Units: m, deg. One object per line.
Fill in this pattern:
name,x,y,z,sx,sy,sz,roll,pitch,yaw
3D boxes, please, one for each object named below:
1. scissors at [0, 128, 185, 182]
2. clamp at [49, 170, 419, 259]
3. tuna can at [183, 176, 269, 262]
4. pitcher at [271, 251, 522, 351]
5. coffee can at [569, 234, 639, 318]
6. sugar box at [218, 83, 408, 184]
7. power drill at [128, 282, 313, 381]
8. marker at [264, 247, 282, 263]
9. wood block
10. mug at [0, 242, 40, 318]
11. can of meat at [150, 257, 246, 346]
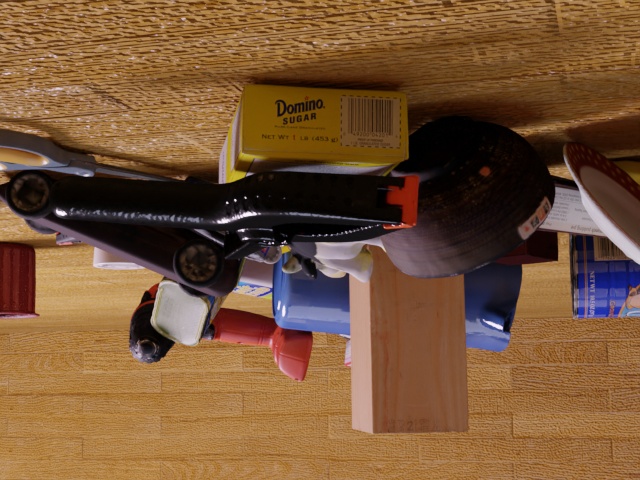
scissors,-0.189,-0.053,0.751,0.096,0.016,0.201,-3,172,26
clamp,-0.041,-0.017,0.614,0.210,0.036,0.164,-5,168,44
tuna can,-0.076,-0.017,0.843,0.086,0.033,0.086,25,171,4
pitcher,0.074,0.038,1.104,0.242,0.145,0.149,4,160,-8
coffee can,0.321,0.025,1.058,0.140,0.103,0.102,-2,172,11
sugar box,-0.011,-0.053,0.659,0.093,0.048,0.176,3,175,-10
power drill,-0.104,0.097,1.112,0.187,0.057,0.184,13,-167,-5
marker,-0.056,0.001,0.929,0.020,0.020,0.121,1,-172,-15
wood block,0.078,0.070,0.974,0.090,0.206,0.091,0,172,-9
mug,-0.382,0.048,1.240,0.117,0.081,0.093,-5,171,30
can of meat,-0.115,0.041,1.008,0.057,0.083,0.102,26,143,3
